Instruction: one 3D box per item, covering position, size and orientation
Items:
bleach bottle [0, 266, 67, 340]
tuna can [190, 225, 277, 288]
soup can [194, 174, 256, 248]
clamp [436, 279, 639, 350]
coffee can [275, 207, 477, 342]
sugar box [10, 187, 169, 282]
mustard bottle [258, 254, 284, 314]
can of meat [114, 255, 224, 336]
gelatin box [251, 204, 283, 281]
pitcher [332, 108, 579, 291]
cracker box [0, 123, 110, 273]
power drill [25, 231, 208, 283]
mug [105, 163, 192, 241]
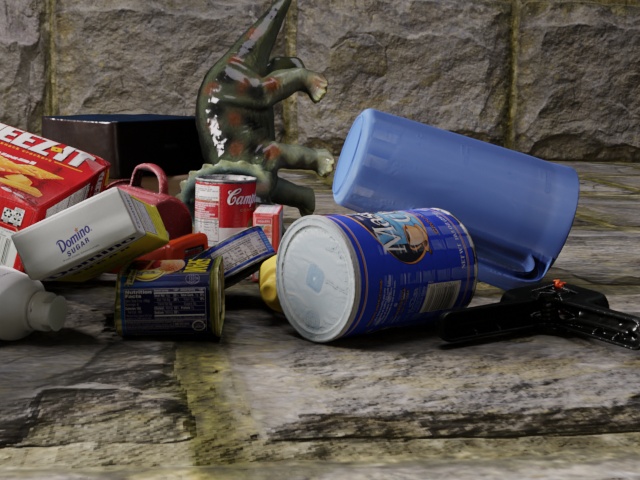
[{"bbox_3d":[-0.325,0.044,0.854,0.251,0.068,0.102,7,13,16],"label":"bleach bottle"},{"bbox_3d":[-0.085,0.021,1.006,0.086,0.034,0.086,-30,-5,-3],"label":"tuna can"},{"bbox_3d":[-0.105,-0.019,1.182,0.068,0.102,0.068,2,8,0],"label":"soup can"},{"bbox_3d":[0.187,0.061,0.916,0.165,0.036,0.210,1,6,10],"label":"clamp"},{"bbox_3d":[0.048,0.026,0.898,0.140,0.103,0.103,-5,11,-39],"label":"coffee can"},{"bbox_3d":[-0.186,0.000,0.892,0.093,0.048,0.176,-25,0,0],"label":"sugar box"},{"bbox_3d":[-0.003,0.033,0.994,0.096,0.058,0.191,1,8,26],"label":"mustard bottle"},{"bbox_3d":[-0.124,0.046,0.892,0.084,0.057,0.102,-1,8,-2],"label":"can of meat"},{"bbox_3d":[-0.058,0.001,1.149,0.030,0.073,0.089,2,8,0],"label":"gelatin box"},{"bbox_3d":[0.140,-0.045,1.132,0.242,0.145,0.149,18,4,-8],"label":"pitcher"},{"bbox_3d":[-0.304,-0.052,0.977,0.164,0.072,0.213,20,16,1],"label":"cracker box"},{"bbox_3d":[-0.217,0.020,1.047,0.188,0.057,0.184,5,10,17],"label":"power drill"},{"bbox_3d":[-0.195,-0.027,1.192,0.082,0.117,0.093,15,6,39],"label":"mug"}]
